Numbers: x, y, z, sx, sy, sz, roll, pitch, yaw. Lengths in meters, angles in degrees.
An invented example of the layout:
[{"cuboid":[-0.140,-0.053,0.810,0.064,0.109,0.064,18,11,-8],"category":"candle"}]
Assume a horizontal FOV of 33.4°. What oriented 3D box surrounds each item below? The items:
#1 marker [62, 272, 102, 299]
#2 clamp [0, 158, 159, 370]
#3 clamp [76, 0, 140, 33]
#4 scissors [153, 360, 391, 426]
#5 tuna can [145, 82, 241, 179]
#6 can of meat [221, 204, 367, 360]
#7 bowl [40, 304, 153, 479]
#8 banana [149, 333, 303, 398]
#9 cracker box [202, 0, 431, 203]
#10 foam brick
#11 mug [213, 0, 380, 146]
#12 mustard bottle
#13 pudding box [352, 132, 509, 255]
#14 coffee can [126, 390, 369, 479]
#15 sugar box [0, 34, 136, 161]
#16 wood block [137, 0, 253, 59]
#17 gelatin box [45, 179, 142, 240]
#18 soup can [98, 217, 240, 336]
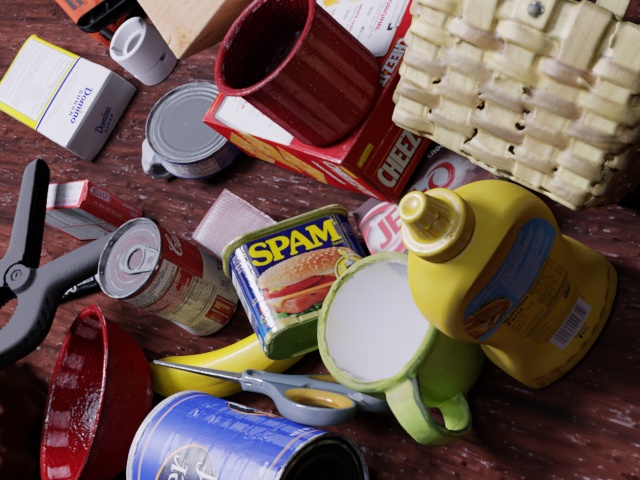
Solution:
[{"cuboid":[-0.241,0.045,1.022,0.121,0.020,0.020,-18,57,31],"category":"marker"},{"cuboid":[-0.239,0.036,0.908,0.165,0.036,0.210,18,71,31],"category":"clamp"},{"cuboid":[-0.160,-0.273,1.029,0.171,0.120,0.039,-22,50,-25],"category":"clamp"},{"cuboid":[-0.046,0.106,0.759,0.202,0.096,0.016,3,98,17],"category":"scissors"},{"cuboid":[-0.112,-0.098,0.961,0.086,0.033,0.086,-6,61,11],"category":"tuna can"},{"cuboid":[-0.010,0.032,0.785,0.102,0.057,0.084,-19,60,-13],"category":"can of meat"},{"cuboid":[-0.179,0.137,0.876,0.162,0.055,0.162,-40,43,51],"category":"bowl"},{"cuboid":[-0.068,0.092,0.847,0.198,0.037,0.069,-27,26,23],"category":"banana"},{"cuboid":[0.017,-0.131,0.844,0.214,0.072,0.164,23,81,53],"category":"cracker box"},{"cuboid":[-0.056,0.001,0.870,0.078,0.052,0.051,33,90,43],"category":"foam brick"},{"cuboid":[-0.017,-0.124,0.748,0.093,0.081,0.117,-48,38,9],"category":"mug"},{"cuboid":[0.104,0.018,0.633,0.096,0.191,0.058,-55,46,2],"category":"mustard bottle"},{"cuboid":[0.086,-0.017,0.772,0.114,0.039,0.090,-38,47,16],"category":"pudding box"},{"cuboid":[-0.052,0.169,0.744,0.141,0.102,0.103,8,73,41],"category":"coffee can"},{"cuboid":[-0.277,-0.154,1.140,0.176,0.048,0.093,29,87,41],"category":"sugar box"},{"cuboid":[-0.075,-0.257,0.924,0.091,0.090,0.206,55,142,1],"category":"wood block"},{"cuboid":[-0.225,-0.029,1.010,0.089,0.073,0.030,-3,66,38],"category":"gelatin box"},{"cuboid":[-0.121,0.032,0.873,0.069,0.102,0.068,-19,57,31],"category":"soup can"}]
